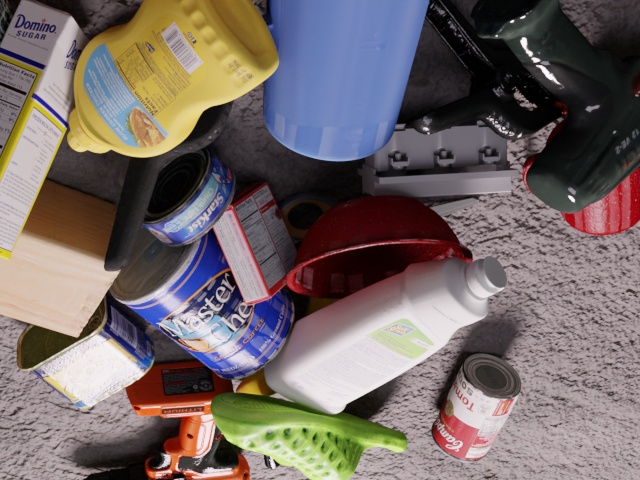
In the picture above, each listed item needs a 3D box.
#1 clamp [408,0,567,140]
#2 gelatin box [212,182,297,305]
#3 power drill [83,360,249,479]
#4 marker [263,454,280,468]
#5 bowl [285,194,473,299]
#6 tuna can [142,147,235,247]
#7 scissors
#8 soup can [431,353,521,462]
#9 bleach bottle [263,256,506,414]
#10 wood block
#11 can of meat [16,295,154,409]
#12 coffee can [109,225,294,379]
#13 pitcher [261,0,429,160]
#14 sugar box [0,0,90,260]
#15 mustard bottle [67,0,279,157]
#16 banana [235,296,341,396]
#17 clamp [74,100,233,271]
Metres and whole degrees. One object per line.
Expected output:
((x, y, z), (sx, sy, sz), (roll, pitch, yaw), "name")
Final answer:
((0.136, -0.120, 0.879), (0.171, 0.120, 0.039), (23, 164, -29), "clamp")
((-0.056, 0.001, 0.925), (0.030, 0.073, 0.089), (-18, 102, 27), "gelatin box")
((-0.162, 0.209, 1.107), (0.184, 0.057, 0.188), (-6, 133, -14), "power drill")
((-0.059, 0.206, 1.152), (0.020, 0.020, 0.121), (-12, 130, -4), "marker")
((0.047, 0.003, 0.918), (0.162, 0.055, 0.162), (-7, 162, -2), "bowl")
((-0.114, -0.038, 0.894), (0.086, 0.086, 0.033), (-34, 127, 15), "tuna can")
((0.044, -0.027, 0.985), (0.201, 0.016, 0.096), (-29, 116, -4), "scissors")
((0.168, 0.181, 1.154), (0.068, 0.068, 0.102), (6, 127, -18), "soup can")
((0.063, 0.078, 0.935), (0.102, 0.068, 0.251), (26, 140, -33), "bleach bottle")
((-0.277, -0.007, 0.877), (0.205, 0.091, 0.090), (22, 120, -27), "wood block")
((-0.219, 0.104, 1.006), (0.102, 0.057, 0.084), (-30, 132, 12), "can of meat")
((-0.105, 0.047, 0.955), (0.103, 0.103, 0.140), (-34, 129, 15), "coffee can")
((0.009, -0.181, 0.781), (0.149, 0.144, 0.243), (23, 133, 16), "pitcher")
((-0.223, -0.078, 0.776), (0.048, 0.093, 0.176), (19, 83, 3), "sugar box")
((-0.122, -0.114, 0.765), (0.192, 0.058, 0.096), (-30, 99, 37), "mustard bottle")
((-0.022, 0.094, 1.061), (0.069, 0.037, 0.198), (23, 121, -4), "banana")
((-0.137, -0.086, 0.844), (0.210, 0.036, 0.164), (-31, 94, 5), "clamp")
